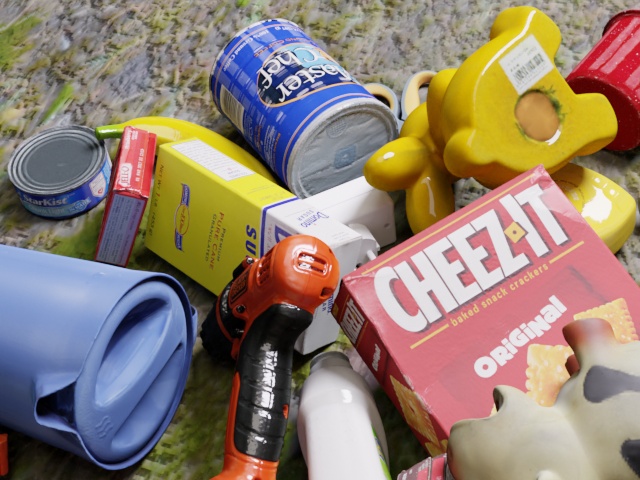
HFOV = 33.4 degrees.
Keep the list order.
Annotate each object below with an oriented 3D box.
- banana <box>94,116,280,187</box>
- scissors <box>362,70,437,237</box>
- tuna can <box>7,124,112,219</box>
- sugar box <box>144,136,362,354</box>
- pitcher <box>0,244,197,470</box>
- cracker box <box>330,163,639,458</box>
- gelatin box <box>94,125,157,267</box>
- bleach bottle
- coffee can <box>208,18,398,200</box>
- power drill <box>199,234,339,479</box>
[{"bbox_3d":[-0.094,-0.062,0.899,0.198,0.037,0.069,26,49,22],"label":"banana"},{"bbox_3d":[0.060,-0.077,0.907,0.096,0.016,0.201,6,49,16],"label":"scissors"},{"bbox_3d":[-0.223,-0.059,0.921,0.086,0.034,0.086,-4,48,4],"label":"tuna can"},{"bbox_3d":[-0.055,0.001,0.798,0.176,0.093,0.048,32,33,33],"label":"sugar box"},{"bbox_3d":[-0.216,0.062,0.759,0.243,0.149,0.145,13,66,23],"label":"pitcher"},{"bbox_3d":[0.133,0.080,0.672,0.164,0.072,0.214,-29,73,-17],"label":"cracker box"},{"bbox_3d":[-0.156,-0.035,0.850,0.030,0.089,0.073,12,47,-13],"label":"gelatin box"},{"bbox_3d":[0.024,0.172,0.644,0.068,0.102,0.251,-13,41,2],"label":"bleach bottle"},{"bbox_3d":[-0.016,-0.106,0.886,0.102,0.103,0.140,-28,50,-16],"label":"coffee can"},{"bbox_3d":[-0.051,0.104,0.687,0.057,0.185,0.187,16,64,-16],"label":"power drill"}]
